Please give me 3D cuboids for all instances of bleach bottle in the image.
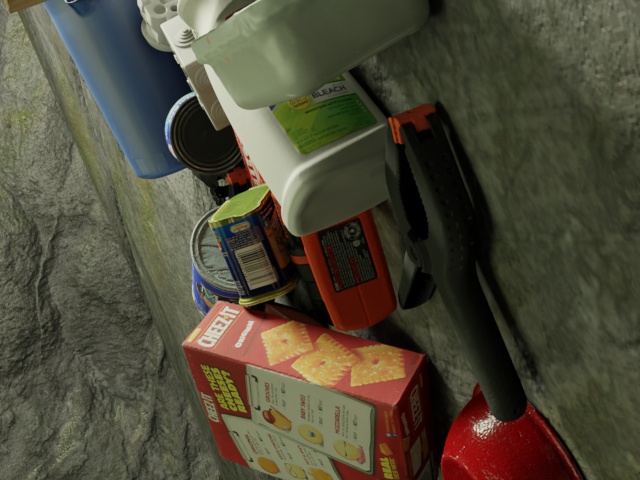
[{"bbox_3d":[-0.042,-0.123,0.788,0.251,0.102,0.068,54,153,27],"label":"bleach bottle"}]

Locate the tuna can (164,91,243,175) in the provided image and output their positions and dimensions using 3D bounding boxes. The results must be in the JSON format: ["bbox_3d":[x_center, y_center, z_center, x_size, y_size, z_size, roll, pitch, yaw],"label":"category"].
[{"bbox_3d":[-0.117,-0.112,1.105,0.034,0.086,0.086,33,145,67],"label":"tuna can"}]

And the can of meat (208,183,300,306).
[{"bbox_3d":[-0.057,0.001,0.987,0.102,0.057,0.084,-63,-47,-69],"label":"can of meat"}]

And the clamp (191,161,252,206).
[{"bbox_3d":[-0.115,-0.065,1.260,0.120,0.039,0.172,58,158,11],"label":"clamp"}]

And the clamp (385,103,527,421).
[{"bbox_3d":[0.076,0.003,0.724,0.165,0.036,0.210,-136,26,-61],"label":"clamp"}]

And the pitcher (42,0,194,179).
[{"bbox_3d":[-0.207,-0.202,1.226,0.145,0.149,0.243,5,122,56],"label":"pitcher"}]

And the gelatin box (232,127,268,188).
[{"bbox_3d":[-0.052,-0.073,1.050,0.073,0.030,0.089,39,150,59],"label":"gelatin box"}]

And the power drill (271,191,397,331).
[{"bbox_3d":[0.007,0.010,0.887,0.188,0.057,0.184,-135,23,-71],"label":"power drill"}]

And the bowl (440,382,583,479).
[{"bbox_3d":[0.134,0.183,0.768,0.162,0.055,0.162,57,163,28],"label":"bowl"}]

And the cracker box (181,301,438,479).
[{"bbox_3d":[-0.004,0.153,0.969,0.214,0.072,0.164,13,135,27],"label":"cracker box"}]

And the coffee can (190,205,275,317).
[{"bbox_3d":[-0.097,0.032,1.221,0.103,0.102,0.140,61,164,17],"label":"coffee can"}]
